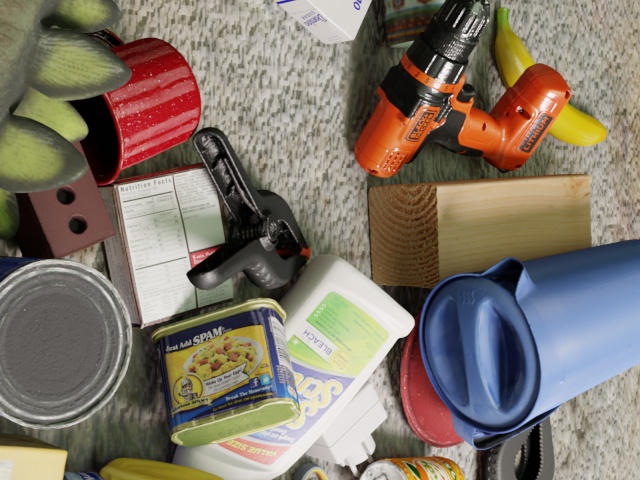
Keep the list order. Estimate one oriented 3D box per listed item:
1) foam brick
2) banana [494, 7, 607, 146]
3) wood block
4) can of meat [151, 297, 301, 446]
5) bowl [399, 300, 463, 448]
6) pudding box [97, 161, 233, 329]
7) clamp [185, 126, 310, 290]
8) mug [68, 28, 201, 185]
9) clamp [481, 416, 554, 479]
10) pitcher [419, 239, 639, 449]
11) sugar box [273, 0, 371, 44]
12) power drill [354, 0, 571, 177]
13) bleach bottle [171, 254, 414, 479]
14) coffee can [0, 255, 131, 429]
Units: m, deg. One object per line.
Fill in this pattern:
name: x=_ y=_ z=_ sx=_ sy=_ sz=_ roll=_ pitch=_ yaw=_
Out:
foam brick: x=-0.188 y=-0.028 z=0.746 sx=0.052 sy=0.051 sz=0.078 roll=-27 pitch=99 yaw=-37
banana: x=0.232 y=-0.148 z=1.085 sx=0.197 sy=0.037 sz=0.069 roll=43 pitch=67 yaw=-30
wood block: x=0.152 y=-0.012 z=0.993 sx=0.205 sy=0.090 sz=0.091 roll=-6 pitch=95 yaw=-38
can of meat: x=-0.070 y=0.101 z=0.799 sx=0.057 sy=0.102 sz=0.084 roll=56 pitch=18 yaw=-61
bowl: x=0.146 y=0.120 z=0.999 sx=0.161 sy=0.055 sz=0.162 roll=-7 pitch=101 yaw=-45
pudding box: x=-0.118 y=0.003 z=0.817 sx=0.089 sy=0.039 sz=0.113 roll=-15 pitch=98 yaw=-37
clamp: x=-0.055 y=0.001 z=0.822 sx=0.171 sy=0.039 sz=0.120 roll=42 pitch=53 yaw=-54
mug: x=-0.147 y=-0.107 z=0.768 sx=0.081 sy=0.093 sz=0.117 roll=-30 pitch=79 yaw=-39
clamp: x=0.181 y=0.254 z=1.054 sx=0.164 sy=0.036 sz=0.210 roll=21 pitch=76 yaw=-37
pitcher: x=0.211 y=0.080 z=0.933 sx=0.242 sy=0.149 sz=0.145 roll=-13 pitch=78 yaw=-37
sugar box: x=-0.026 y=-0.249 z=0.879 sx=0.176 sy=0.048 sz=0.093 roll=37 pitch=69 yaw=-36
power drill: x=0.136 y=-0.131 z=0.950 sx=0.187 sy=0.057 sz=0.185 roll=4 pitch=132 yaw=-40
bleach bottle: x=-0.034 y=0.136 z=0.857 sx=0.102 sy=0.068 sz=0.250 roll=40 pitch=75 yaw=-16
coffee can: x=-0.200 y=0.060 z=0.689 sx=0.102 sy=0.141 sz=0.103 roll=-1 pitch=92 yaw=-38
